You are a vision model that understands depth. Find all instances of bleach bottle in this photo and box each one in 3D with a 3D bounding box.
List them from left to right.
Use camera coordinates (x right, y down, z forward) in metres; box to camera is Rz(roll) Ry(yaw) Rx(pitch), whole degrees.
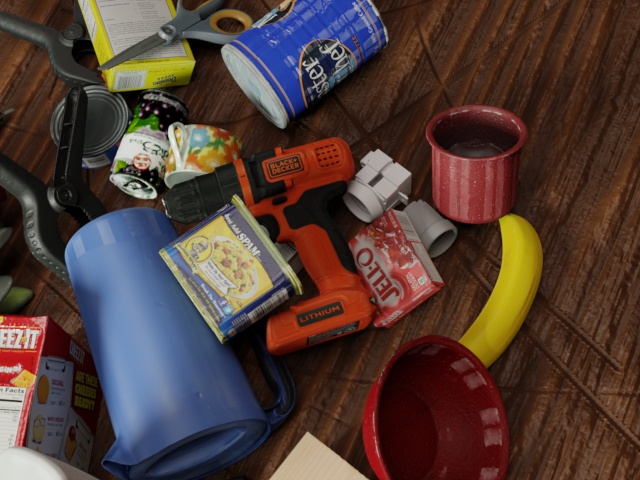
[{"bbox_3d":[-0.201,0.239,0.854,0.068,0.251,0.102,25,73,18],"label":"bleach bottle"}]

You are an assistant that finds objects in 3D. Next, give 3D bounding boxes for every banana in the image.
[{"bbox_3d":[0.164,0.054,0.992,0.070,0.037,0.197,2,61,41],"label":"banana"}]

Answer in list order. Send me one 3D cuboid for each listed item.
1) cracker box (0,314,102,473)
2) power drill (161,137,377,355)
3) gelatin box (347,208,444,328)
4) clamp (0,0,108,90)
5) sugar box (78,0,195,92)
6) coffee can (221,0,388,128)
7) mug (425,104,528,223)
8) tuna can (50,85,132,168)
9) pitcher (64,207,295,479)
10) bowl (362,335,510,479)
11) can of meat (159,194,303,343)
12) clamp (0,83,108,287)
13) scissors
[{"bbox_3d":[-0.261,0.190,0.935,0.072,0.164,0.213,2,68,8],"label":"cracker box"},{"bbox_3d":[-0.038,0.006,0.984,0.184,0.057,0.188,-17,74,-4],"label":"power drill"},{"bbox_3d":[0.065,0.027,1.005,0.073,0.030,0.089,-39,61,26],"label":"gelatin box"},{"bbox_3d":[-0.268,-0.231,1.187,0.120,0.039,0.171,-44,75,-11],"label":"clamp"},{"bbox_3d":[-0.208,-0.245,1.163,0.093,0.048,0.176,-9,59,-25],"label":"sugar box"},{"bbox_3d":[-0.016,-0.197,1.092,0.140,0.103,0.103,-39,66,-8],"label":"coffee can"},{"bbox_3d":[0.147,-0.078,1.017,0.093,0.081,0.117,0,39,7],"label":"mug"},{"bbox_3d":[-0.241,-0.120,1.136,0.086,0.033,0.086,-4,66,8],"label":"tuna can"},{"bbox_3d":[-0.138,0.092,0.977,0.145,0.149,0.243,-32,65,15],"label":"pitcher"},{"bbox_3d":[0.089,0.165,0.916,0.055,0.161,0.162,-20,56,48],"label":"bowl"},{"bbox_3d":[-0.078,0.026,0.921,0.084,0.057,0.102,-35,74,-8],"label":"can of meat"},{"bbox_3d":[-0.258,-0.050,1.060,0.036,0.210,0.164,-14,17,44],"label":"clamp"},{"bbox_3d":[-0.141,-0.211,1.124,0.096,0.016,0.201,29,49,3],"label":"scissors"}]
